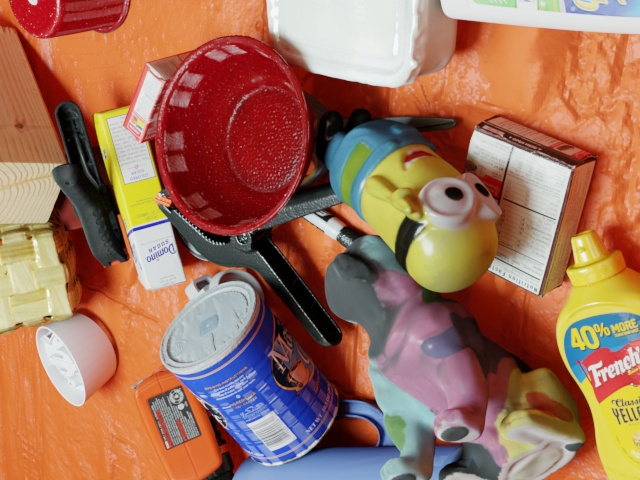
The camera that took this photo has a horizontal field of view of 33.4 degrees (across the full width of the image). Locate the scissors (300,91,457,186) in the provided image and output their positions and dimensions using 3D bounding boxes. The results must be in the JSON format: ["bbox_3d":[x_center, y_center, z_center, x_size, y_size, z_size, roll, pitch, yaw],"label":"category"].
[{"bbox_3d":[0.025,-0.078,0.903,0.202,0.016,0.096,19,120,34],"label":"scissors"}]

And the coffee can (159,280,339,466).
[{"bbox_3d":[-0.062,0.120,0.961,0.103,0.102,0.140,-6,132,42],"label":"coffee can"}]

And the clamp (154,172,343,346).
[{"bbox_3d":[-0.056,0.001,0.952,0.210,0.036,0.164,16,119,26],"label":"clamp"}]

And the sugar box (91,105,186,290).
[{"bbox_3d":[-0.179,-0.043,1.045,0.093,0.048,0.176,-159,56,-74],"label":"sugar box"}]

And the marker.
[{"bbox_3d":[-0.005,-0.023,0.948,0.121,0.020,0.020,36,127,25],"label":"marker"}]

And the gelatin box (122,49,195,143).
[{"bbox_3d":[-0.128,-0.132,0.961,0.030,0.089,0.073,44,130,17],"label":"gelatin box"}]

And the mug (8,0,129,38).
[{"bbox_3d":[-0.244,-0.250,1.017,0.093,0.081,0.117,14,116,36],"label":"mug"}]

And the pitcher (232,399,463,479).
[{"bbox_3d":[0.041,0.233,0.949,0.243,0.144,0.149,-14,112,39],"label":"pitcher"}]

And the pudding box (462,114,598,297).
[{"bbox_3d":[0.149,-0.026,0.803,0.090,0.039,0.113,28,125,31],"label":"pudding box"}]

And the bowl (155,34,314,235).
[{"bbox_3d":[-0.060,-0.085,0.878,0.162,0.055,0.162,1,92,36],"label":"bowl"}]

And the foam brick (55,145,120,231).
[{"bbox_3d":[-0.246,-0.055,1.118,0.051,0.052,0.078,-14,97,43],"label":"foam brick"}]

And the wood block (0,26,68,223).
[{"bbox_3d":[-0.341,-0.123,1.100,0.090,0.090,0.206,-57,48,38],"label":"wood block"}]

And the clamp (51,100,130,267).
[{"bbox_3d":[-0.221,-0.037,1.023,0.039,0.120,0.171,-13,121,6],"label":"clamp"}]

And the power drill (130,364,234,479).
[{"bbox_3d":[-0.125,0.200,1.048,0.184,0.057,0.188,64,172,10],"label":"power drill"}]
